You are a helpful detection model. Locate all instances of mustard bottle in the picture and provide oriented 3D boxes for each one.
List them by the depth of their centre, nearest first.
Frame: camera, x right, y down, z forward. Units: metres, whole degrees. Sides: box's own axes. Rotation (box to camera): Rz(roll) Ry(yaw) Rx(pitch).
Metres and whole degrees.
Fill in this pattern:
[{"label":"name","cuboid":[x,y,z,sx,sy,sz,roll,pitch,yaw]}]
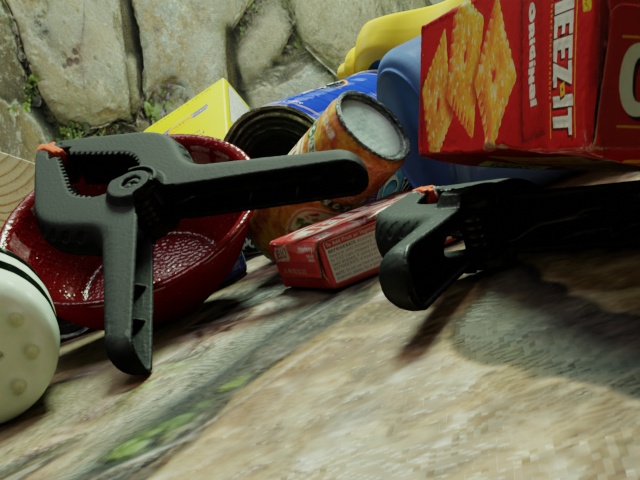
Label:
[{"label":"mustard bottle","cuboid":[0.082,-0.138,0.800,0.096,0.058,0.192,20,-14,-39]}]

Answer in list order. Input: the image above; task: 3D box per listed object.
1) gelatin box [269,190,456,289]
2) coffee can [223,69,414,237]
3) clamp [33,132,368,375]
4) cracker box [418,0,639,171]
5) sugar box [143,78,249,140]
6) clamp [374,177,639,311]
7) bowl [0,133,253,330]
[{"label":"gelatin box","cuboid":[0.025,-0.002,0.580,0.089,0.030,0.073,-21,7,-20]},{"label":"coffee can","cuboid":[0.010,-0.058,0.746,0.103,0.103,0.140,-14,9,35]},{"label":"clamp","cuboid":[-0.099,-0.011,0.574,0.210,0.036,0.164,17,50,39]},{"label":"cracker box","cuboid":[0.139,-0.060,0.403,0.164,0.072,0.214,0,5,-8]},{"label":"sugar box","cuboid":[-0.101,-0.056,0.870,0.093,0.048,0.176,-32,30,14]},{"label":"clamp","cuboid":[0.060,-0.003,0.452,0.120,0.039,0.172,-9,4,-17]},{"label":"bowl","cuboid":[-0.108,0.003,0.637,0.162,0.055,0.162,-10,38,8]}]
